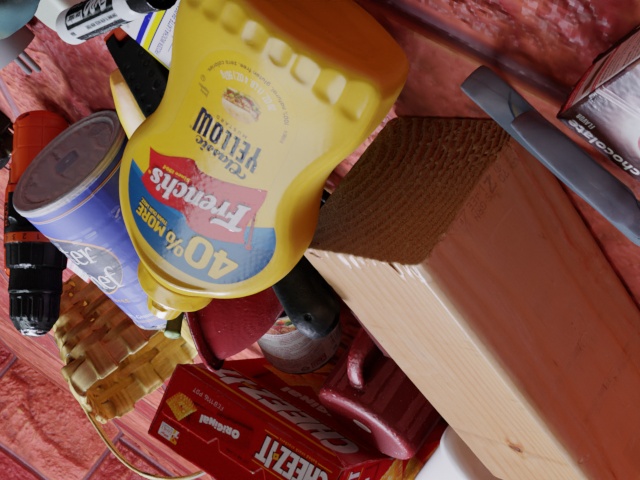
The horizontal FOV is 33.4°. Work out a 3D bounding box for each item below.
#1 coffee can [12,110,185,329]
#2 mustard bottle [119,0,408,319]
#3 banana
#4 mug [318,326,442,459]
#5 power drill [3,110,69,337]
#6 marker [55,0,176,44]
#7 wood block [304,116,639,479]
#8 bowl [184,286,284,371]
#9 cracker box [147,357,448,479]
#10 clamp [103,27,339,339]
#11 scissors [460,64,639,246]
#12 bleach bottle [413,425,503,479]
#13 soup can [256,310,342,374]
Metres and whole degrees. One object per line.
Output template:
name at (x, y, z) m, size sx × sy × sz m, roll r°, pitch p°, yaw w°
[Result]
coffee can at (-0.148, -0.014, 0.814) m, size 0.103 × 0.102 × 0.140 m, roll 11°, pitch 148°, yaw 51°
mustard bottle at (-0.042, -0.030, 0.485) m, size 0.096 × 0.058 × 0.192 m, roll 36°, pitch 129°, yaw 6°
banana at (-0.105, -0.033, 0.735) m, size 0.037 × 0.069 × 0.198 m, roll -7°, pitch 115°, yaw 5°
mug at (0.049, 0.094, 0.751) m, size 0.093 × 0.081 × 0.117 m, roll 24°, pitch 157°, yaw 32°
power drill at (-0.247, -0.007, 0.931) m, size 0.057 × 0.184 × 0.188 m, roll 4°, pitch 173°, yaw -17°
marker at (-0.098, -0.111, 0.509) m, size 0.020 × 0.020 × 0.121 m, roll 46°, pitch 159°, yaw -24°
wood block at (0.094, 0.041, 0.547) m, size 0.091 × 0.090 × 0.206 m, roll 10°, pitch 146°, yaw 51°
bowl at (-0.054, 0.001, 0.684) m, size 0.055 × 0.162 × 0.162 m, roll -9°, pitch 150°, yaw 3°
cracker box at (-0.006, 0.155, 0.862) m, size 0.164 × 0.072 × 0.213 m, roll 26°, pitch -171°, yaw 28°
clamp at (-0.041, -0.044, 0.609) m, size 0.210 × 0.036 × 0.164 m, roll 50°, pitch -163°, yaw 5°
scissors at (0.137, -0.001, 0.437) m, size 0.201 × 0.016 × 0.096 m, roll 40°, pitch -168°, yaw -5°
bleach bottle at (0.106, 0.165, 0.758) m, size 0.068 × 0.102 × 0.251 m, roll 47°, pitch 157°, yaw 13°
soup can at (-0.024, 0.051, 0.800) m, size 0.069 × 0.068 × 0.102 m, roll 28°, pitch 159°, yaw 25°
